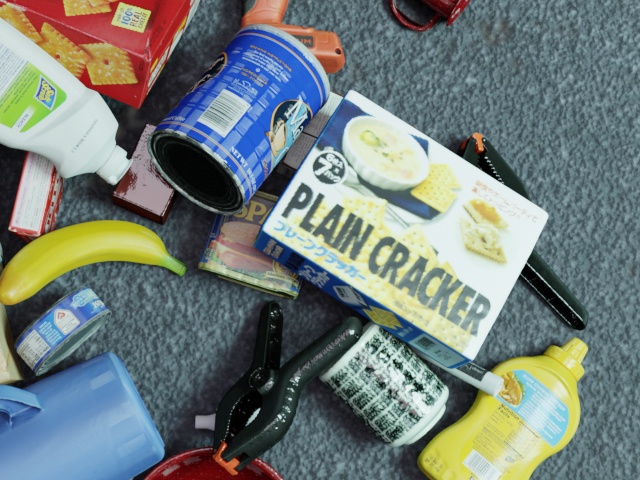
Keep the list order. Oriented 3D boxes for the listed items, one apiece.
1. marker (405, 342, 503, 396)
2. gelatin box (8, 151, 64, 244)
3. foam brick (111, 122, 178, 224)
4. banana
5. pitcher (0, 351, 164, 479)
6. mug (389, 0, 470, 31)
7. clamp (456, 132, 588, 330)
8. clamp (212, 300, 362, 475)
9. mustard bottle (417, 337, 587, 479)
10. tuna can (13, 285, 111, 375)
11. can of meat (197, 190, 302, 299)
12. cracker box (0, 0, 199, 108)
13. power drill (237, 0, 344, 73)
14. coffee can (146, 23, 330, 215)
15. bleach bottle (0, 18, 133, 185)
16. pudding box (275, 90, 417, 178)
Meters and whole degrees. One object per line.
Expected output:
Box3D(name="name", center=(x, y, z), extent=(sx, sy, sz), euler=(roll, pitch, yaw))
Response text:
Box3D(name="marker", center=(0.113, 0.109, 0.995), extent=(0.121, 0.020, 0.020), euler=(27, 79, 23))
Box3D(name="gelatin box", center=(-0.254, -0.043, 0.968), extent=(0.030, 0.073, 0.089), euler=(11, 81, -6))
Box3D(name="foam brick", center=(-0.154, -0.062, 0.993), extent=(0.051, 0.053, 0.078), euler=(24, 80, -3))
Box3D(name="banana", center=(-0.208, 0.014, 0.943), extent=(0.070, 0.197, 0.037), euler=(40, 123, 31))
Box3D(name="pitcher", center=(-0.264, 0.187, 0.902), extent=(0.242, 0.149, 0.145), euler=(-27, 87, -13))
Box3D(name="mug", center=(0.112, -0.261, 1.042), extent=(0.081, 0.093, 0.117), euler=(36, 116, 4))
Box3D(name="clamp", center=(0.157, 0.002, 1.019), extent=(0.164, 0.036, 0.210), euler=(-13, 80, -23))
Box3D(name="clamp", center=(-0.048, 0.124, 0.949), extent=(0.171, 0.120, 0.039), euler=(-50, 122, -17))
Box3D(name="mustard bottle", center=(0.185, 0.167, 0.998), extent=(0.096, 0.058, 0.191), euler=(41, 80, 8))
Box3D(name="tuna can", center=(-0.229, 0.079, 0.948), extent=(0.086, 0.086, 0.034), euler=(-41, 87, -10))
Box3D(name="can of meat", center=(-0.057, 0.001, 0.994), extent=(0.102, 0.057, 0.084), euler=(18, 83, -4))
Box3D(name="cracker box", center=(-0.227, -0.230, 0.963), extent=(0.213, 0.072, 0.164), euler=(23, 48, -4))
Box3D(name="power drill", center=(-0.013, -0.259, 1.036), extent=(0.184, 0.057, 0.187), euler=(1, 79, -3))
Box3D(name="coffee can", center=(-0.071, -0.107, 0.943), extent=(0.103, 0.103, 0.140), euler=(36, 64, -1))
Box3D(name="bleach bottle", center=(-0.272, -0.125, 0.894), extent=(0.250, 0.068, 0.102), euler=(38, 92, -17))
Box3D(name="pudding box", center=(0.025, -0.087, 1.025), extent=(0.113, 0.039, 0.090), euler=(24, 79, -5))
